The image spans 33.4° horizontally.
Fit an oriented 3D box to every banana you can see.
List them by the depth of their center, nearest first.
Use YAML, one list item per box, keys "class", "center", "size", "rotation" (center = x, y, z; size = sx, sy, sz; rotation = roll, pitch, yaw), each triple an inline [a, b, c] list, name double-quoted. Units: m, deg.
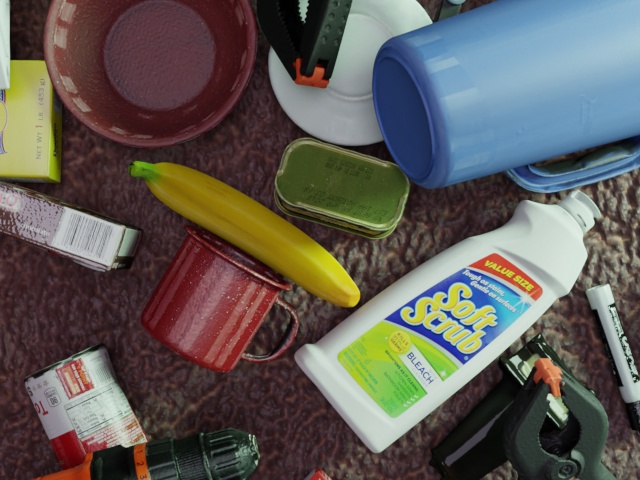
- class: "banana"
  center: [-0.058, -0.008, 0.816]
  size: [0.197, 0.069, 0.037]
  rotation: [29, 110, -8]

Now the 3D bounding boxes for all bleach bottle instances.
- class: "bleach bottle"
  center: [0.106, 0.046, 0.818]
  size: [0.251, 0.068, 0.102]
  rotation: [-40, 90, -4]

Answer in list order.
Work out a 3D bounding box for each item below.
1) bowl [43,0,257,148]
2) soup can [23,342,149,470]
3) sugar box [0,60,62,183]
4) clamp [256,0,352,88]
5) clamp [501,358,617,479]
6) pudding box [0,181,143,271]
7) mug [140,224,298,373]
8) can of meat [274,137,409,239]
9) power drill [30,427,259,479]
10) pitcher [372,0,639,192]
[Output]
- class: "bowl"
  center: [-0.128, -0.149, 0.825]
  size: [0.162, 0.055, 0.162]
  rotation: [0, 88, 0]
- class: "soup can"
  center: [-0.174, 0.137, 0.810]
  size: [0.068, 0.068, 0.102]
  rotation: [-25, 88, -1]
- class: "sugar box"
  center: [-0.292, -0.093, 0.828]
  size: [0.176, 0.048, 0.093]
  rotation: [1, 86, -2]
- class: "clamp"
  center: [-0.021, -0.214, 0.787]
  size: [0.036, 0.165, 0.210]
  rotation: [1, 87, -39]
- class: "clamp"
  center: [0.187, 0.165, 0.798]
  size: [0.120, 0.039, 0.171]
  rotation: [-9, 118, -12]
- class: "pudding box"
  center: [-0.197, -0.012, 0.804]
  size: [0.113, 0.090, 0.039]
  rotation: [21, 90, 0]
- class: "mug"
  center: [-0.072, 0.052, 0.807]
  size: [0.117, 0.093, 0.081]
  rotation: [30, 93, -17]
- class: "can of meat"
  center: [0.015, -0.039, 0.808]
  size: [0.102, 0.084, 0.057]
  rotation: [16, 88, 1]
- class: "power drill"
  center: [-0.117, 0.227, 0.774]
  size: [0.184, 0.057, 0.187]
  rotation: [-15, 117, 0]
- class: "pitcher"
  center: [0.165, -0.111, 0.764]
  size: [0.242, 0.145, 0.149]
  rotation: [-19, 85, -16]
